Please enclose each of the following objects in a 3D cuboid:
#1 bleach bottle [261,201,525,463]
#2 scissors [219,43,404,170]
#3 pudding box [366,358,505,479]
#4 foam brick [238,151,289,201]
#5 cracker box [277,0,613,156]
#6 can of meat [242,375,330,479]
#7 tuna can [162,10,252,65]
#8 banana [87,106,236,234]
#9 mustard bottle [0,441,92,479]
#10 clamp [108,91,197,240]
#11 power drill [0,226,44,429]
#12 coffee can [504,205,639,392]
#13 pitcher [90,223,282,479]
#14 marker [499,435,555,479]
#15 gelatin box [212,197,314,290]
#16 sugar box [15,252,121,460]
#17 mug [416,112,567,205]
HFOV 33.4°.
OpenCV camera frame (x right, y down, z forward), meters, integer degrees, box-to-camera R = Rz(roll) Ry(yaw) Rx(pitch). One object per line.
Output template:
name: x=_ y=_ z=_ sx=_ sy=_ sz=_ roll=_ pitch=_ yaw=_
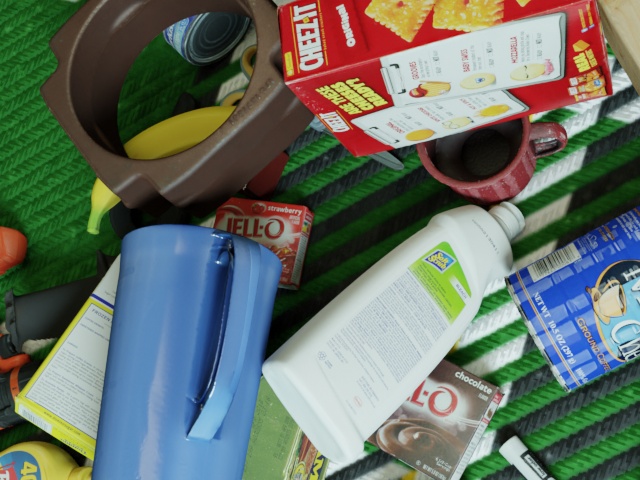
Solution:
bleach bottle: x=0.076 y=0.058 z=0.850 sx=0.250 sy=0.068 sz=0.102 roll=-39 pitch=98 yaw=-23
scissors: x=-0.019 y=-0.103 z=0.989 sx=0.096 sy=0.016 sz=0.202 roll=-44 pitch=67 yaw=7
pudding box: x=0.081 y=0.137 z=0.880 sx=0.114 sy=0.039 sz=0.090 roll=27 pitch=86 yaw=23
foam brick: x=-0.080 y=-0.075 z=0.985 sx=0.078 sy=0.051 sz=0.053 roll=24 pitch=87 yaw=24
cracker box: x=0.097 y=-0.141 z=0.784 sx=0.214 sy=0.164 sz=0.072 roll=-12 pitch=71 yaw=17
can of meat: x=-0.027 y=0.161 z=0.890 sx=0.057 sy=0.083 sz=0.102 roll=15 pitch=82 yaw=23
tuna can: x=-0.105 y=-0.208 z=1.008 sx=0.086 sy=0.086 sz=0.034 roll=-46 pitch=69 yaw=5
banana: x=-0.131 y=-0.077 z=0.956 sx=0.198 sy=0.037 sz=0.070 roll=-29 pitch=71 yaw=11
mustard bottle: x=-0.276 y=0.235 z=0.978 sx=0.192 sy=0.058 sz=0.096 roll=-10 pitch=75 yaw=17
clamp: x=-0.176 y=-0.056 z=1.022 sx=0.120 sy=0.039 sz=0.171 roll=-6 pitch=72 yaw=19
power drill: x=-0.305 y=0.085 z=1.025 sx=0.184 sy=0.057 sz=0.188 roll=-21 pitch=70 yaw=10
coffee can: x=0.227 y=0.039 z=0.816 sx=0.140 sy=0.102 sz=0.103 roll=-30 pitch=69 yaw=11
pitcher: x=-0.104 y=0.114 z=0.821 sx=0.145 sy=0.149 sz=0.243 roll=-1 pitch=66 yaw=17
marker: x=0.188 y=0.204 z=0.836 sx=0.020 sy=0.020 sz=0.121 roll=-44 pitch=67 yaw=5
gelatin box: x=-0.056 y=0.001 z=0.969 sx=0.089 sy=0.030 sz=0.073 roll=8 pitch=80 yaw=21
sugar box: x=-0.178 y=0.096 z=0.934 sx=0.093 sy=0.048 sz=0.176 roll=33 pitch=60 yaw=-1
mug: x=0.146 y=-0.079 z=0.886 sx=0.117 sy=0.081 sz=0.093 roll=-9 pitch=74 yaw=18
